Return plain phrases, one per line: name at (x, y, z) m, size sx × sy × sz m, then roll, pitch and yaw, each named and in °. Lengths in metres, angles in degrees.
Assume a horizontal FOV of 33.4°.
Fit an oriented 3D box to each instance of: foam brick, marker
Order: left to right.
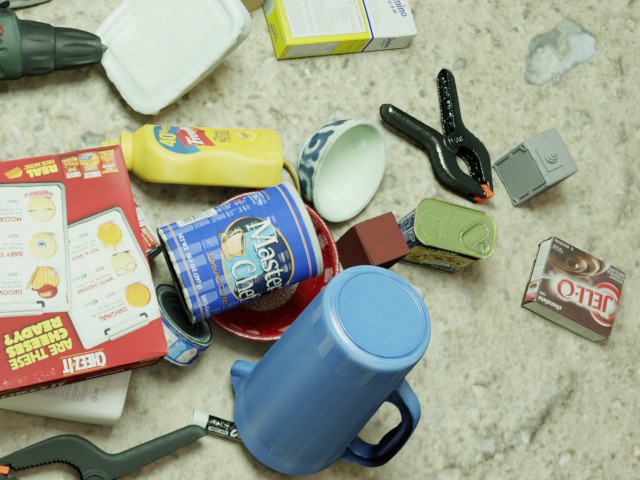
marker at (-0.078, 0.203, 1.120) m, size 0.121 × 0.020 × 0.020 m, roll 19°, pitch 68°, yaw -13°
foam brick at (0.057, 0.008, 1.198) m, size 0.051 × 0.078 × 0.053 m, roll -20°, pitch 81°, yaw -23°

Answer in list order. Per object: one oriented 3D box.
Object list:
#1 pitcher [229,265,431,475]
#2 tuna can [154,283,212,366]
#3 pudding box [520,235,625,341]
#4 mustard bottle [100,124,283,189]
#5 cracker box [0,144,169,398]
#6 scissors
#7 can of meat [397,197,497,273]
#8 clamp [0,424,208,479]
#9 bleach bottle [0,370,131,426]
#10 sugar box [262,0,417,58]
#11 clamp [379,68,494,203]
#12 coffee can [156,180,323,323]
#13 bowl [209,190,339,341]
pitcher at (0.020, 0.133, 1.046) m, size 0.149 × 0.243 × 0.145 m, roll -3°, pitch 60°, yaw -26°
tuna can at (-0.151, 0.085, 1.094) m, size 0.034 × 0.086 × 0.086 m, roll -42°, pitch 91°, yaw 15°
pudding box at (0.308, 0.060, 1.294) m, size 0.113 × 0.039 × 0.090 m, roll 25°, pitch 67°, yaw -11°
mustard bottle at (-0.140, -0.092, 1.152) m, size 0.191 × 0.058 × 0.096 m, roll 2°, pitch 28°, yaw -11°
cracker box at (-0.250, 0.028, 1.011) m, size 0.164 × 0.072 × 0.214 m, roll -11°, pitch 78°, yaw -19°
scissors at (-0.058, 0.001, 1.193) m, size 0.096 × 0.016 × 0.202 m, roll 5°, pitch 72°, yaw -17°
can of meat at (0.139, -0.002, 1.228) m, size 0.102 × 0.084 × 0.057 m, roll 13°, pitch 69°, yaw -16°
clamp at (-0.219, 0.254, 1.043) m, size 0.209 × 0.036 × 0.164 m, roll 8°, pitch 70°, yaw -15°
bleach bottle at (-0.312, 0.110, 1.042) m, size 0.250 × 0.068 × 0.102 m, roll 14°, pitch 69°, yaw -13°
sugar box at (0.023, -0.275, 1.294) m, size 0.176 × 0.048 × 0.093 m, roll -8°, pitch 76°, yaw -26°
clamp at (0.146, -0.118, 1.292) m, size 0.120 × 0.039 × 0.171 m, roll -24°, pitch 83°, yaw -23°
coffee can at (-0.081, 0.011, 1.068) m, size 0.140 × 0.103 × 0.103 m, roll -21°, pitch 81°, yaw -11°
bowl at (-0.063, 0.030, 1.150) m, size 0.162 × 0.055 × 0.162 m, roll 1°, pitch 81°, yaw -8°
